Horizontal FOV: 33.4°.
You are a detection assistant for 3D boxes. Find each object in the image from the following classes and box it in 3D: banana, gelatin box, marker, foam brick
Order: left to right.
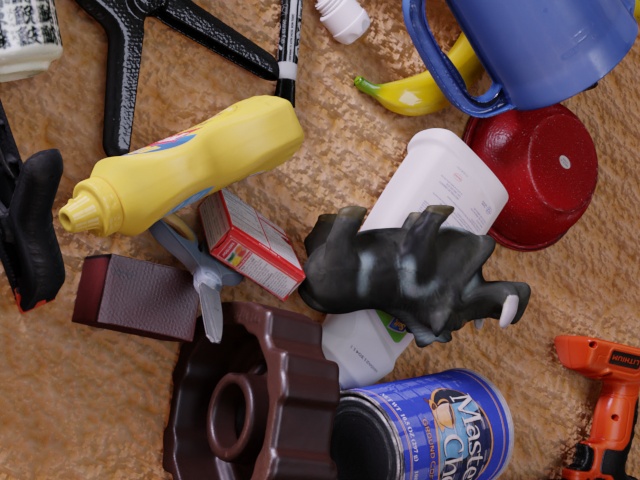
[{"bbox_3d":[-0.135,0.043,0.794,0.078,0.051,0.053,16,78,-30],"label":"foam brick"},{"bbox_3d":[-0.055,0.001,0.826,0.073,0.089,0.030,35,103,-26],"label":"gelatin box"},{"bbox_3d":[-0.026,-0.165,0.893,0.020,0.020,0.121,8,83,-31],"label":"marker"},{"bbox_3d":[0.118,-0.166,0.972,0.197,0.037,0.069,-39,109,-27],"label":"banana"}]

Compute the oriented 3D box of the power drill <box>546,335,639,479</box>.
[{"bbox_3d":[0.253,0.188,1.023,0.184,0.057,0.187,13,83,-34],"label":"power drill"}]

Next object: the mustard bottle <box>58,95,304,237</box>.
[{"bbox_3d":[-0.107,-0.049,0.775,0.191,0.096,0.058,-30,103,-40],"label":"mustard bottle"}]

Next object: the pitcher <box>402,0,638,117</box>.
[{"bbox_3d":[0.144,-0.230,0.892,0.242,0.145,0.149,50,47,-24],"label":"pitcher"}]

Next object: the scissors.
[{"bbox_3d":[-0.095,0.018,0.759,0.096,0.201,0.016,35,101,-3],"label":"scissors"}]

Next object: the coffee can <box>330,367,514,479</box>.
[{"bbox_3d":[0.075,0.163,0.871,0.140,0.103,0.103,-3,89,-44],"label":"coffee can"}]

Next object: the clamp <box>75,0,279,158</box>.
[{"bbox_3d":[-0.127,-0.181,0.821,0.164,0.036,0.210,-26,100,-30],"label":"clamp"}]

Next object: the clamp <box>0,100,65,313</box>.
[{"bbox_3d":[-0.208,-0.027,0.725,0.039,0.172,0.120,-16,51,-28],"label":"clamp"}]

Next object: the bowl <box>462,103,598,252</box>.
[{"bbox_3d":[0.212,-0.070,1.013,0.161,0.055,0.162,2,86,-32],"label":"bowl"}]

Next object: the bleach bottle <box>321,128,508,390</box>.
[{"bbox_3d":[0.058,0.028,0.910,0.102,0.068,0.250,43,69,-18],"label":"bleach bottle"}]
